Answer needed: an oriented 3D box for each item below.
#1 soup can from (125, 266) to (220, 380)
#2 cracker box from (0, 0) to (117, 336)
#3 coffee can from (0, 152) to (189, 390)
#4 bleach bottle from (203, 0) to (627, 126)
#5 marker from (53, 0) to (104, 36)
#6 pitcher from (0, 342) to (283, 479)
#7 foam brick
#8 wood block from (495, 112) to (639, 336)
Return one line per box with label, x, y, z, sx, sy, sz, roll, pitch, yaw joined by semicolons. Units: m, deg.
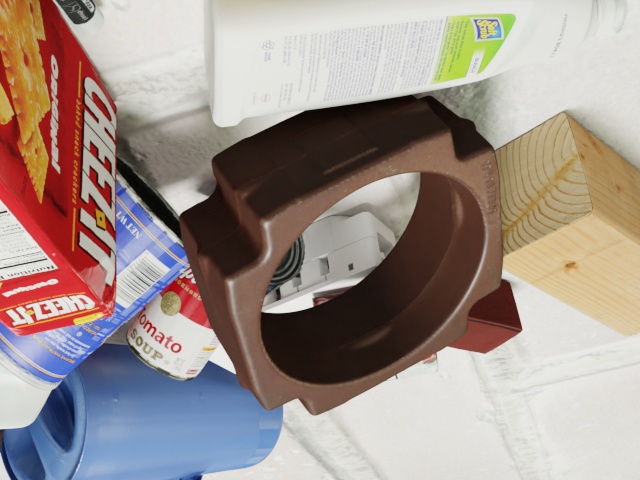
soup can;-0.099;0.050;0.838;0.068;0.069;0.102;24;106;-40
cracker box;-0.176;-0.070;0.580;0.072;0.164;0.213;-10;148;8
coffee can;-0.166;0.018;0.730;0.140;0.103;0.102;-42;142;2
bleach bottle;0.058;-0.125;0.640;0.250;0.068;0.103;-5;151;-9
marker;-0.145;-0.145;0.574;0.020;0.020;0.121;-11;163;6
pitcher;-0.150;0.165;0.947;0.242;0.145;0.149;8;113;-46
foam brick;0.133;0.064;0.964;0.078;0.053;0.051;14;142;-29
wood block;0.218;-0.004;0.839;0.091;0.090;0.205;-30;142;32
